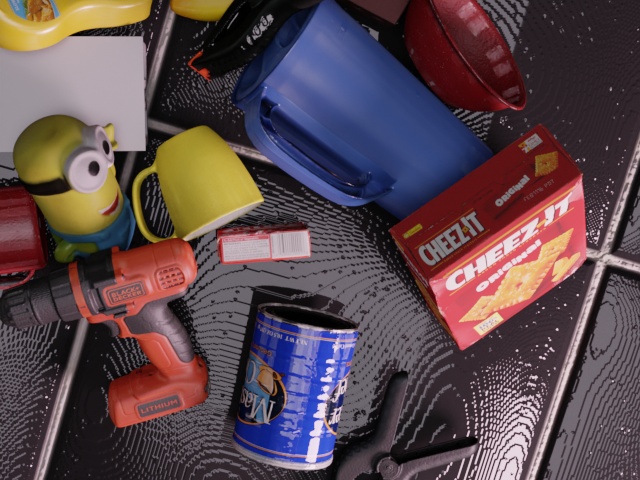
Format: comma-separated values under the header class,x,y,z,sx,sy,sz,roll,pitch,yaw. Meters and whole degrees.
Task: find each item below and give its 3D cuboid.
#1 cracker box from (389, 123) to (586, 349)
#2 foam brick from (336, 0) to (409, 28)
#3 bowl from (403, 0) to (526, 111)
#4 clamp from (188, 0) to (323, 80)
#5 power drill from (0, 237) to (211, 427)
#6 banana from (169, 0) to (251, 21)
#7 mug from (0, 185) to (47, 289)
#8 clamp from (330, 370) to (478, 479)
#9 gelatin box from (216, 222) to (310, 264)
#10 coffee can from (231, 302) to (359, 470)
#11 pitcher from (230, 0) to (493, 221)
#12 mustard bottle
class,x,y,z,sx,sy,sz,roll,pitch,yaw
cracker box,0.167,0.006,1.002,0.164,0.213,0.072,-36,65,-1
foam brick,0.048,-0.247,1.036,0.078,0.053,0.051,26,94,-8
bowl,0.128,-0.180,1.018,0.055,0.162,0.162,-33,101,26
clamp,-0.040,-0.213,0.953,0.036,0.164,0.210,36,113,-29
power drill,-0.191,0.092,1.011,0.184,0.057,0.187,-15,130,-2
banana,-0.048,-0.258,1.028,0.198,0.037,0.069,-33,112,6
mug,-0.305,0.001,1.020,0.081,0.093,0.117,-8,129,-10
clamp,0.079,0.231,1.108,0.120,0.039,0.171,36,99,-5
gelatin box,-0.057,0.001,1.046,0.089,0.073,0.030,-5,97,-5
coffee can,-0.025,0.142,1.053,0.102,0.103,0.140,11,96,-7
pitcher,0.042,-0.105,1.002,0.242,0.145,0.149,37,96,-18
mustard bottle,-0.256,-0.220,0.964,0.191,0.058,0.096,-24,73,-27
